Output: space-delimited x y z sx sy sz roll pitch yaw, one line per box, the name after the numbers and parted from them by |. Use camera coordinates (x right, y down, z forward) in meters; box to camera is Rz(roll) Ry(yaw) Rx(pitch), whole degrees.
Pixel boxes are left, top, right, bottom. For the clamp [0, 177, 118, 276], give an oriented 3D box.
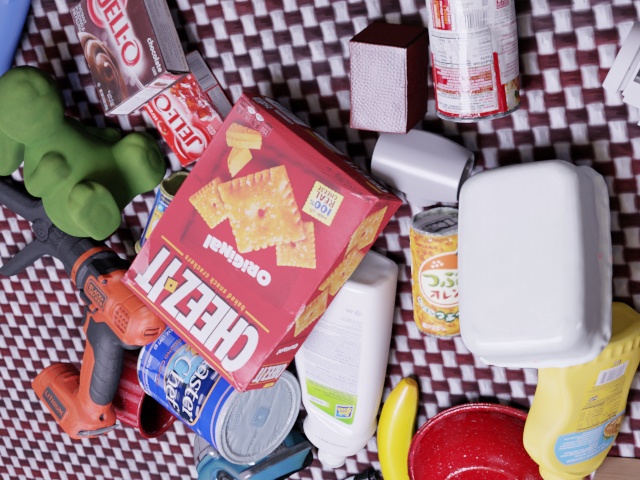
-0.298 -0.006 1.165 0.172 0.039 0.120 12 123 23 | clamp

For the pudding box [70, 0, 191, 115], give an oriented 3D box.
-0.174 -0.183 0.976 0.090 0.039 0.113 -27 81 37 | pudding box

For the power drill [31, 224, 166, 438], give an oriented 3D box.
-0.241 0.093 1.094 0.185 0.057 0.188 42 123 35 | power drill

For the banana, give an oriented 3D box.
0.094 0.227 1.083 0.070 0.037 0.198 -16 110 15 | banana

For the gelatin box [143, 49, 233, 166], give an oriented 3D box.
-0.124 -0.123 1.008 0.073 0.030 0.089 -25 102 37 | gelatin box

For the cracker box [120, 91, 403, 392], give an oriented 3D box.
-0.056 0.001 0.946 0.164 0.072 0.214 40 104 20 | cracker box

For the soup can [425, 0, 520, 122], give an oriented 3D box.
0.119 -0.151 0.833 0.069 0.068 0.102 4 118 27 | soup can

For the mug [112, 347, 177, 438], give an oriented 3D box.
-0.202 0.149 1.170 0.082 0.093 0.117 18 114 25 | mug

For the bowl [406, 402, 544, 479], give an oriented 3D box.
0.158 0.236 1.017 0.162 0.055 0.162 6 116 12 | bowl

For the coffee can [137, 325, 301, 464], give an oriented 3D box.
-0.103 0.145 1.073 0.140 0.102 0.103 29 130 41 | coffee can

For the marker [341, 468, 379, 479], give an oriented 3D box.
0.018 0.271 1.158 0.121 0.020 0.020 -30 99 37 | marker

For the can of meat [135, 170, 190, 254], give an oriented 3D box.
-0.124 -0.008 1.056 0.102 0.057 0.084 31 125 9 | can of meat

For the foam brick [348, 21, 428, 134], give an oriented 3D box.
0.057 -0.135 0.888 0.053 0.051 0.078 12 122 22 | foam brick

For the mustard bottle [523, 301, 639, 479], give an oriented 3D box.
0.224 0.148 0.929 0.058 0.096 0.192 41 138 45 | mustard bottle

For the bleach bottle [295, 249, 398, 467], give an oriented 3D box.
0.014 0.122 1.050 0.103 0.068 0.251 21 127 22 | bleach bottle
